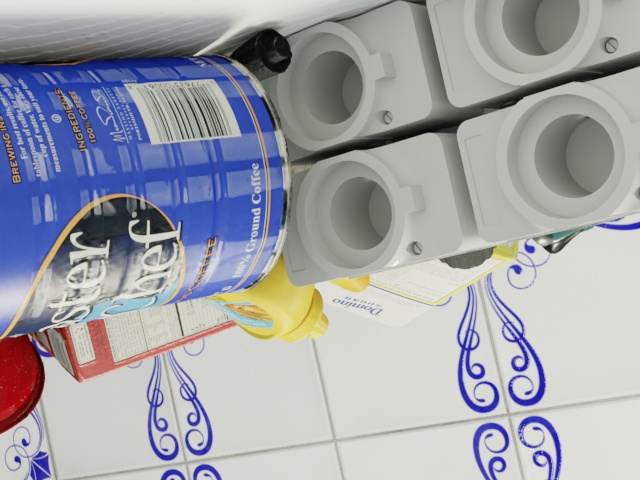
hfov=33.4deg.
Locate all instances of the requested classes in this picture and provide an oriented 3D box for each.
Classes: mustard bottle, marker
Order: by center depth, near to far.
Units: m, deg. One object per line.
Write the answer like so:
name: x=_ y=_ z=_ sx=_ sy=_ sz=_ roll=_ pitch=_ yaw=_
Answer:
marker: x=-0.053 y=-0.067 z=0.474 sx=0.020 sy=0.020 sz=0.121 roll=-10 pitch=176 yaw=-40
mustard bottle: x=-0.059 y=0.015 z=0.662 sx=0.096 sy=0.058 sz=0.191 roll=11 pitch=160 yaw=47

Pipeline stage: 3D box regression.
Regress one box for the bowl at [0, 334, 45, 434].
bowl: x=-0.290 y=0.081 z=0.820 sx=0.161 sy=0.162 sz=0.055 roll=-10 pitch=133 yaw=-38

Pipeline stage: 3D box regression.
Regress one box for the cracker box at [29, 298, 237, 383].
cracker box: x=-0.138 y=0.032 z=0.904 sx=0.213 sy=0.072 sz=0.164 roll=-19 pitch=-160 yaw=-26

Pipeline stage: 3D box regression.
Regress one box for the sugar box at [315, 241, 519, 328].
sugar box: x=0.062 y=0.010 z=0.793 sx=0.093 sy=0.048 sz=0.176 roll=21 pitch=155 yaw=-17

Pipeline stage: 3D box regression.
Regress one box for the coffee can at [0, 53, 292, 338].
coffee can: x=-0.097 y=-0.018 z=0.409 sx=0.140 sy=0.103 sz=0.103 roll=-10 pitch=176 yaw=-39
